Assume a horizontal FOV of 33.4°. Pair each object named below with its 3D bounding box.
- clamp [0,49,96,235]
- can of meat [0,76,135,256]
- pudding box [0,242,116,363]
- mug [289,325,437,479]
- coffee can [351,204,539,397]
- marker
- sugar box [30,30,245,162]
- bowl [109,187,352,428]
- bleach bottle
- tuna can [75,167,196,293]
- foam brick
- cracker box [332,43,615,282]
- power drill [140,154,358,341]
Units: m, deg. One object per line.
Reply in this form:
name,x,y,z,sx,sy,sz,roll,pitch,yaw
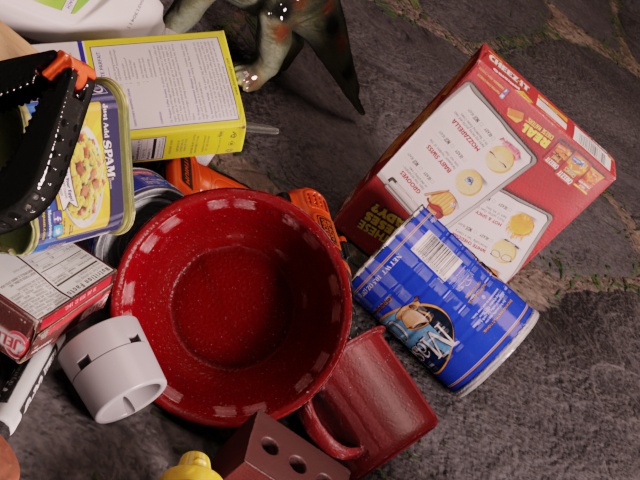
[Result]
clamp,-0.201,-0.019,0.584,0.164,0.210,0.036,57,10,13
can of meat,-0.164,-0.046,0.652,0.058,0.102,0.083,7,16,32
pudding box,-0.198,0.018,0.666,0.113,0.039,0.089,34,27,9
mug,0.025,0.122,0.761,0.081,0.093,0.117,55,25,13
coffee can,0.105,0.053,0.935,0.140,0.103,0.102,44,29,4
marker,-0.179,0.090,0.631,0.020,0.020,0.121,34,30,-13
sugar box,-0.151,-0.105,0.807,0.176,0.048,0.093,-8,64,-15
bowl,-0.061,0.046,0.735,0.162,0.162,0.055,42,-5,0
bleach bottle,-0.226,-0.198,0.832,0.250,0.068,0.102,27,74,-18
tuna can,-0.129,-0.005,0.743,0.085,0.086,0.034,5,23,-47
foam brick,-0.029,0.158,0.687,0.078,0.051,0.053,35,29,-11
cracker box,0.141,-0.049,1.001,0.164,0.214,0.072,39,28,-5
power drill,-0.056,0.001,0.862,0.187,0.057,0.184,26,29,-31
